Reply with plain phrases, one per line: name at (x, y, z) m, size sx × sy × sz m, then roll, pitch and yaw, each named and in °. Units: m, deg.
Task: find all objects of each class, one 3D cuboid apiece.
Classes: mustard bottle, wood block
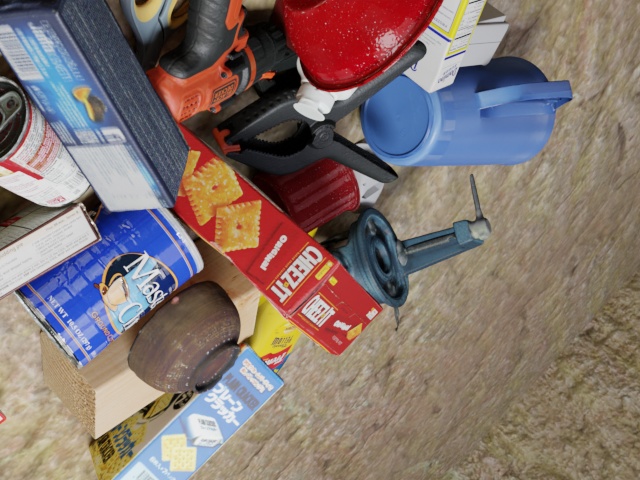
mustard bottle at (-0.076, 0.134, 1.332) m, size 0.096 × 0.058 × 0.192 m, roll -2°, pitch 131°, yaw -48°
wood block at (-0.169, 0.093, 1.077) m, size 0.205 × 0.090 × 0.091 m, roll -33°, pitch 152°, yaw -32°

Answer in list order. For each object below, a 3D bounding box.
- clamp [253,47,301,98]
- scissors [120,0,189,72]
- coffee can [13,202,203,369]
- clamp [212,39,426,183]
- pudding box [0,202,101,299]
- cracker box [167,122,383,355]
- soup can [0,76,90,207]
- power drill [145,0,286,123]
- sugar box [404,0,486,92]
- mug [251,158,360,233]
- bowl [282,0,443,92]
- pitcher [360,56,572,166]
clamp at (-0.004, -0.167, 1.023) m, size 0.120 × 0.039 × 0.171 m, roll -55°, pitch 155°, yaw 15°
scissors at (-0.147, -0.147, 0.839) m, size 0.202 × 0.016 × 0.096 m, roll -57°, pitch 157°, yaw 16°
coffee can at (-0.188, 0.029, 0.932) m, size 0.140 × 0.103 × 0.103 m, roll -40°, pitch 155°, yaw -16°
clamp at (0.003, -0.117, 1.008) m, size 0.209 × 0.036 × 0.165 m, roll -6°, pitch 131°, yaw -27°
pudding box at (-0.241, 0.011, 0.835) m, size 0.113 × 0.090 × 0.039 m, roll -36°, pitch 112°, yaw -27°
cracker box at (-0.056, 0.001, 0.973) m, size 0.072 × 0.214 × 0.164 m, roll -48°, pitch 156°, yaw -1°
soup can at (-0.216, -0.069, 0.780) m, size 0.068 × 0.068 × 0.102 m, roll -49°, pitch 156°, yaw 1°
power drill at (-0.062, -0.189, 0.841) m, size 0.184 × 0.057 × 0.188 m, roll -42°, pitch 160°, yaw -49°
sugar box at (0.114, -0.243, 1.042) m, size 0.048 × 0.093 × 0.176 m, roll -28°, pitch 150°, yaw -37°
mug at (-0.021, -0.048, 1.125) m, size 0.081 × 0.093 × 0.117 m, roll -32°, pitch 169°, yaw -22°
bowl at (0.023, -0.192, 0.780) m, size 0.055 × 0.162 × 0.162 m, roll 30°, pitch 103°, yaw -36°
pitcher at (0.165, -0.148, 1.219) m, size 0.242 × 0.145 × 0.149 m, roll -11°, pitch 135°, yaw -50°
